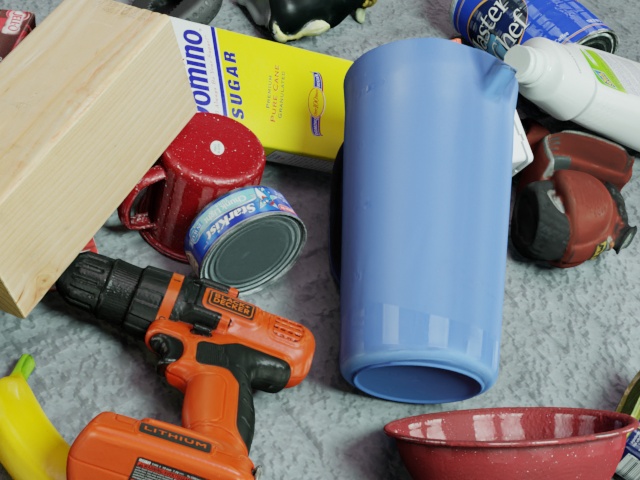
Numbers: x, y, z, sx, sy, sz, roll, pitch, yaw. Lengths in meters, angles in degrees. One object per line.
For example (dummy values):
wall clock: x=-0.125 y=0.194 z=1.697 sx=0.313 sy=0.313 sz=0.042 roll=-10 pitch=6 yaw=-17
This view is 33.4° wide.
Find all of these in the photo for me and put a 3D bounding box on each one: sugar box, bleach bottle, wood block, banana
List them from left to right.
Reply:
wood block: x=-0.182 y=-0.063 z=0.714 sx=0.090 sy=0.091 sz=0.205 roll=19 pitch=56 yaw=23
banana: x=-0.141 y=0.140 z=0.641 sx=0.198 sy=0.037 sz=0.069 roll=40 pitch=47 yaw=20
sugar box: x=-0.056 y=-0.117 z=0.873 sx=0.176 sy=0.048 sz=0.093 roll=9 pitch=76 yaw=-27
bleach bottle: x=0.246 y=-0.140 z=0.972 sx=0.250 sy=0.068 sz=0.103 roll=9 pitch=40 yaw=-44

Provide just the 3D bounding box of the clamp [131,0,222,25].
clamp: x=-0.128 y=-0.240 z=0.992 sx=0.165 sy=0.036 sz=0.209 roll=7 pitch=56 yaw=36

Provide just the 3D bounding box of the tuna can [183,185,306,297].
tuna can: x=-0.055 y=0.001 z=0.775 sx=0.086 sy=0.086 sz=0.034 roll=-13 pitch=52 yaw=-30

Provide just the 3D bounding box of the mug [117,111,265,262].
mug: x=-0.098 y=-0.040 z=0.802 sx=0.117 sy=0.082 sz=0.093 roll=-14 pitch=53 yaw=-31

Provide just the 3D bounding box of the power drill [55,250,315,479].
power drill: x=-0.097 y=0.085 z=0.671 sx=0.184 sy=0.057 sz=0.187 roll=19 pitch=31 yaw=-6

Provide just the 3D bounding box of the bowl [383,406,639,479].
bowl: x=0.121 y=0.143 z=0.682 sx=0.161 sy=0.162 sz=0.055 roll=-1 pitch=88 yaw=-21

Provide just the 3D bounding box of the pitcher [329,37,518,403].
pitcher: x=0.068 y=-0.009 z=0.775 sx=0.145 sy=0.149 sz=0.243 roll=2 pitch=65 yaw=7

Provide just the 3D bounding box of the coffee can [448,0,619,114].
coffee can: x=0.211 y=-0.209 z=1.066 sx=0.102 sy=0.103 sz=0.140 roll=-19 pitch=56 yaw=-34
